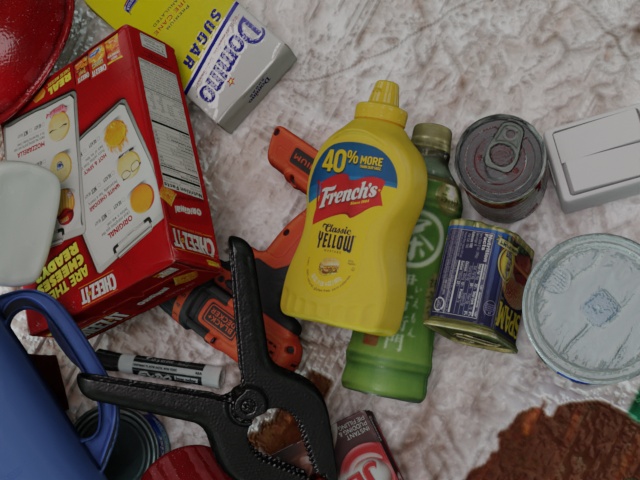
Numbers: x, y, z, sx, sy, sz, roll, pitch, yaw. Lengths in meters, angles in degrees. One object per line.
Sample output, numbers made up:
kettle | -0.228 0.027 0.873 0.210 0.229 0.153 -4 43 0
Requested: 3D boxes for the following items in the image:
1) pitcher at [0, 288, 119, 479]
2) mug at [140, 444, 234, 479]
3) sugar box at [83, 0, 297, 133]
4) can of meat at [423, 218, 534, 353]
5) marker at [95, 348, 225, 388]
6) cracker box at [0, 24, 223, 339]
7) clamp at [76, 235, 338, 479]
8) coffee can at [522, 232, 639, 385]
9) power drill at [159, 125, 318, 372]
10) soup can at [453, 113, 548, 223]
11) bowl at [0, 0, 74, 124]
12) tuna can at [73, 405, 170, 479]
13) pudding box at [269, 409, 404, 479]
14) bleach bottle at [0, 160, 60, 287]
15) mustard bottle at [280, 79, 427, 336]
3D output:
pitcher | -0.230 0.165 0.807 0.149 0.144 0.243 -38 88 34
mug | -0.095 0.227 0.854 0.093 0.117 0.082 -21 37 -19
sugar box | -0.116 -0.186 0.943 0.176 0.048 0.093 42 92 16
can of meat | 0.125 0.037 0.826 0.058 0.102 0.084 9 79 26
marker | -0.142 0.110 0.919 0.121 0.020 0.020 6 83 13
cracker box | -0.178 -0.044 0.886 0.164 0.072 0.214 -26 67 28
clamp | -0.054 0.112 0.810 0.210 0.036 0.164 41 88 -10
coffee can | 0.203 0.055 0.786 0.103 0.140 0.103 -2 81 12
power drill | -0.056 0.001 0.898 0.184 0.057 0.187 35 92 18
soup can | 0.143 -0.054 0.835 0.068 0.102 0.068 -2 82 12
bowl | -0.290 -0.177 0.937 0.162 0.055 0.162 -22 52 31
tuna can | -0.172 0.182 0.907 0.086 0.033 0.086 -2 81 12
pudding box | 0.009 0.200 0.861 0.113 0.039 0.090 -28 77 8
bleach bottle | -0.317 -0.033 0.909 0.251 0.067 0.102 16 95 45
mustard bottle | 0.032 -0.028 0.813 0.096 0.058 0.191 9 84 38
